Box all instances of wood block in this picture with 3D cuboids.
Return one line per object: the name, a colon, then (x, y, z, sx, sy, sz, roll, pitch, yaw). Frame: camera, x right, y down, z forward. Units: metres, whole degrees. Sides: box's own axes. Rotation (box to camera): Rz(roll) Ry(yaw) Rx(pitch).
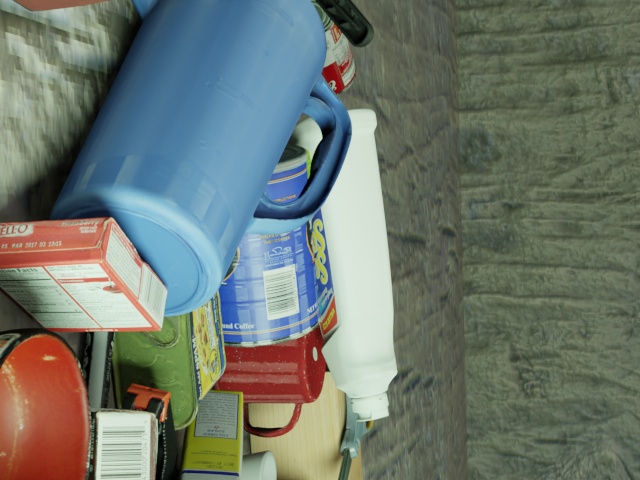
wood block: (-0.012, 0.214, 1.032, 0.090, 0.091, 0.206, -34, 121, -73)

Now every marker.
marker: (-0.140, 0.072, 0.674, 0.020, 0.020, 0.121, 50, 41, -68)

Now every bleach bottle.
bleach bottle: (0.024, 0.024, 0.886, 0.103, 0.068, 0.251, 164, -84, -68)

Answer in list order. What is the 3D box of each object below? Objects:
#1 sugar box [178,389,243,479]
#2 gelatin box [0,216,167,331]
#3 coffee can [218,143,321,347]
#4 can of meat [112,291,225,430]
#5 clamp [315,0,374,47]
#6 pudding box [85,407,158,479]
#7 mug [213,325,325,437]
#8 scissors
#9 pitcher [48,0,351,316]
sugar box: (-0.079, 0.186, 0.744, 0.176, 0.048, 0.093, -92, -173, -70)
gelatin box: (-0.135, 0.020, 0.591, 0.089, 0.073, 0.030, 64, 27, -57)
coffee can: (-0.056, 0.001, 0.848, 0.102, 0.103, 0.140, -50, 137, -69)
can of meat: (-0.104, 0.069, 0.745, 0.084, 0.057, 0.102, -51, 138, -72)
clamp: (-0.009, -0.263, 1.054, 0.164, 0.036, 0.210, 40, 20, -9)
pudding box: (-0.125, 0.149, 0.590, 0.039, 0.090, 0.113, 8, 79, -32)
mug: (-0.043, 0.113, 0.932, 0.093, 0.081, 0.117, 37, 53, -72)
scissors: (0.026, 0.166, 0.967, 0.201, 0.016, 0.096, -57, 142, -64)
pitcher: (-0.075, -0.065, 0.704, 0.242, 0.149, 0.145, -73, 157, -43)
